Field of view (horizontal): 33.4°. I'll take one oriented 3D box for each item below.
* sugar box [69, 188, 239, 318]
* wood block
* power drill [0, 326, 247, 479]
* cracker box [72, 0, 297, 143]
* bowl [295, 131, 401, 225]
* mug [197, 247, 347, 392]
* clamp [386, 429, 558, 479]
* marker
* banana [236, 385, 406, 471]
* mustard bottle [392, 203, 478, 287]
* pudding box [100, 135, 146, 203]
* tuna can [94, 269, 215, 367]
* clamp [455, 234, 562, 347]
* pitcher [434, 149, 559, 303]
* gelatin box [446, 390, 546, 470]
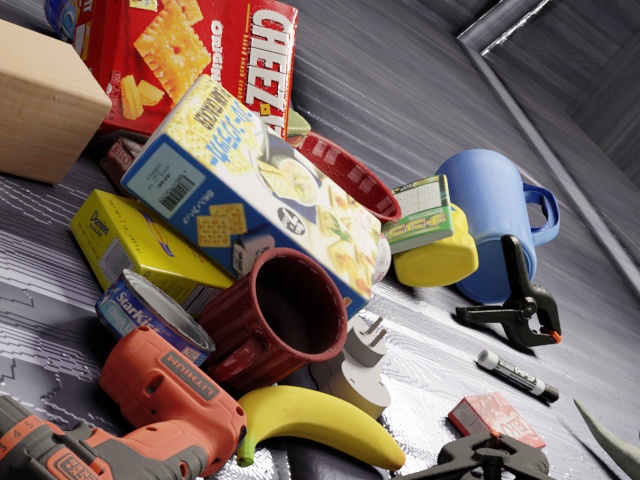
[{"bbox_3d":[-0.110,0.019,0.871,0.175,0.048,0.093,13,33,-49],"label":"sugar box"},{"bbox_3d":[-0.276,-0.120,0.810,0.205,0.090,0.091,13,32,-50],"label":"wood block"},{"bbox_3d":[-0.134,0.110,0.616,0.184,0.057,0.187,42,21,6],"label":"power drill"},{"bbox_3d":[-0.128,-0.167,1.021,0.213,0.164,0.072,10,-7,-38],"label":"cracker box"},{"bbox_3d":[0.017,-0.059,1.255,0.162,0.055,0.162,34,20,-15],"label":"bowl"},{"bbox_3d":[-0.045,0.070,0.801,0.093,0.082,0.117,49,39,-7],"label":"mug"},{"bbox_3d":[0.151,0.194,0.878,0.165,0.036,0.209,3,3,18],"label":"clamp"},{"bbox_3d":[0.228,0.156,1.217,0.121,0.020,0.020,29,22,-26],"label":"marker"},{"bbox_3d":[-0.008,0.143,0.803,0.197,0.037,0.069,13,50,-49],"label":"banana"},{"bbox_3d":[0.133,-0.008,1.306,0.191,0.096,0.058,-89,166,-67],"label":"mustard bottle"},{"bbox_3d":[-0.135,-0.042,0.967,0.089,0.039,0.114,12,33,-54],"label":"pudding box"},{"bbox_3d":[-0.116,0.060,0.749,0.086,0.034,0.086,42,1,-1],"label":"tuna can"},{"bbox_3d":[0.246,0.070,1.311,0.171,0.120,0.039,29,2,-37],"label":"clamp"},{"bbox_3d":[0.231,-0.019,1.433,0.145,0.149,0.242,41,21,-18],"label":"pitcher"},{"bbox_3d":[0.173,0.184,1.040,0.073,0.030,0.089,49,22,25],"label":"gelatin box"}]
